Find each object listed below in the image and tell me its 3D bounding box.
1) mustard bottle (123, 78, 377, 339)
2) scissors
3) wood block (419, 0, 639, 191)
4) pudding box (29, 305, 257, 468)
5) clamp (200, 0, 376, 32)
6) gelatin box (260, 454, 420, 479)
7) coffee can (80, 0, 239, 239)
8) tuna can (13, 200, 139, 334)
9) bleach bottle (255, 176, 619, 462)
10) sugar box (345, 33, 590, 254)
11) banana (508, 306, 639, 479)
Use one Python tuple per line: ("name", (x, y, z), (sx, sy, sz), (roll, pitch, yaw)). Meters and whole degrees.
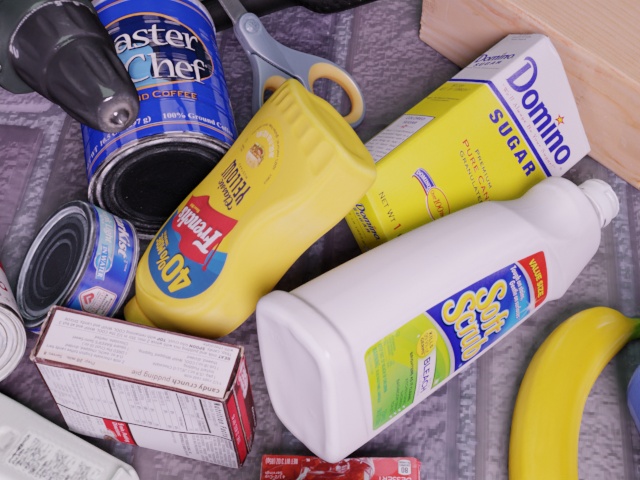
("mustard bottle", (-0.054, 0.001, 0.629), (0.192, 0.058, 0.096), (-47, 41, 15))
("scissors", (-0.031, -0.145, 0.747), (0.096, 0.016, 0.202), (-19, 87, -30))
("wood block", (0.177, -0.142, 0.753), (0.090, 0.090, 0.206), (-38, 62, -23))
("pudding box", (-0.095, 0.083, 0.595), (0.113, 0.090, 0.039), (10, 55, 9))
("clamp", (-0.006, -0.194, 0.784), (0.164, 0.036, 0.210), (-44, 35, -21))
("gelatin box", (0.010, 0.155, 0.576), (0.089, 0.030, 0.073), (1, 54, 2))
("coffee can", (-0.110, -0.086, 0.711), (0.102, 0.103, 0.140), (-11, 55, -6))
("tuna can", (-0.149, 0.019, 0.647), (0.086, 0.033, 0.086), (-29, 47, 36))
("bleach bottle", (0.082, 0.023, 0.619), (0.250, 0.102, 0.068), (-30, 45, -27))
("sugar box", (0.094, -0.051, 0.683), (0.176, 0.093, 0.048), (-38, 28, -21))
("banana", (0.143, 0.106, 0.605), (0.070, 0.037, 0.197), (19, 57, 15))
